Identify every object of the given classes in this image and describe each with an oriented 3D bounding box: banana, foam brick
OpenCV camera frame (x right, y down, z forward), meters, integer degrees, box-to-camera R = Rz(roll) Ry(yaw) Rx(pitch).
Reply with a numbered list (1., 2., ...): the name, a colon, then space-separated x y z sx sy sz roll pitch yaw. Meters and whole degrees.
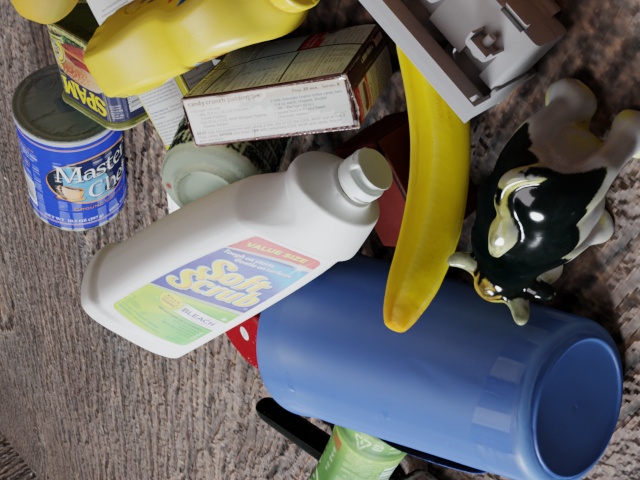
1. banana: 0.061 -0.046 0.643 0.037 0.069 0.198 15 112 59
2. foam brick: 0.058 -0.041 0.699 0.051 0.052 0.078 -5 116 59

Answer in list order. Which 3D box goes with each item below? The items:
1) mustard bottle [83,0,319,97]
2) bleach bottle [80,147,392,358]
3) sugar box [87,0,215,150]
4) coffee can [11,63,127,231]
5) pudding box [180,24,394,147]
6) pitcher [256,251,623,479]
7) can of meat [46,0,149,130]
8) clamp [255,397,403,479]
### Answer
1. mustard bottle: -0.062 -0.143 0.659 0.192 0.096 0.058 -10 116 47
2. bleach bottle: -0.055 0.001 0.723 0.102 0.068 0.251 34 136 -26
3. sugar box: -0.133 -0.162 0.867 0.093 0.048 0.176 -3 115 58
4. coffee can: -0.245 -0.091 1.059 0.103 0.102 0.140 43 150 21
5. pudding box: -0.019 -0.097 0.670 0.114 0.090 0.039 -6 119 23
6. pitcher: 0.082 0.093 0.739 0.243 0.149 0.145 12 89 48
7. can of meat: -0.196 -0.159 0.957 0.102 0.057 0.084 32 143 36
8. clamp: 0.031 0.209 1.035 0.210 0.036 0.165 48 146 8
